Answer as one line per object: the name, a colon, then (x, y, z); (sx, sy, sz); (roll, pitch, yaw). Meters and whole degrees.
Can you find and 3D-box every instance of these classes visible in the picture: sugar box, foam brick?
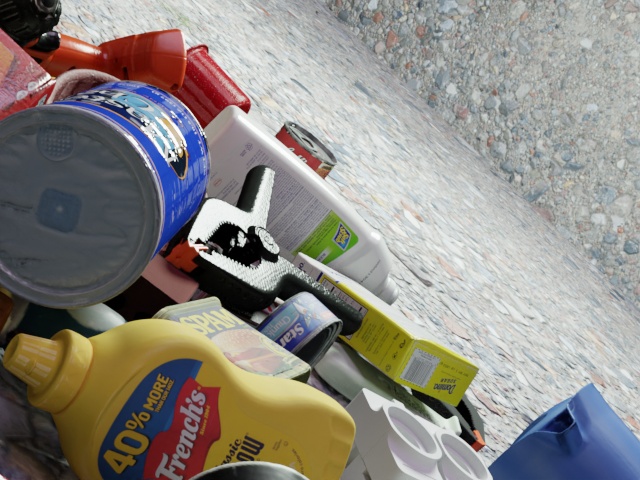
sugar box: (0.047, 0.076, 0.937); (0.093, 0.048, 0.176); (29, 2, -42)
foam brick: (-0.129, 0.032, 0.702); (0.078, 0.053, 0.051); (37, 16, -7)

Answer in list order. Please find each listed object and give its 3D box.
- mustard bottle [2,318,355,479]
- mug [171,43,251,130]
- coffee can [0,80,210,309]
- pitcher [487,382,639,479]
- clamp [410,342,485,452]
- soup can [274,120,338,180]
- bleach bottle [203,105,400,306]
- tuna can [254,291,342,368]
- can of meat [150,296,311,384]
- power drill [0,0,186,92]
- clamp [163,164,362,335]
mustard bottle: (-0.078, 0.095, 0.560); (0.191, 0.096, 0.058); (31, 3, -29)
mug: (-0.131, -0.146, 1.159); (0.081, 0.093, 0.117); (47, -20, 6)
coffee can: (-0.123, -0.031, 0.591); (0.103, 0.103, 0.140); (39, 14, -5)
pitcher: (0.254, 0.251, 0.888); (0.243, 0.145, 0.149); (50, 29, 19)
clamp: (0.113, 0.139, 1.007); (0.120, 0.039, 0.171); (19, 32, -44)
soup can: (-0.040, -0.062, 1.083); (0.068, 0.102, 0.068); (37, 16, -12)
bleach bottle: (-0.023, -0.013, 1.031); (0.250, 0.102, 0.068); (42, 8, -20)
tuna can: (-0.026, 0.078, 0.757); (0.034, 0.086, 0.086); (43, 15, 15)
can of meat: (-0.062, 0.084, 0.670); (0.084, 0.057, 0.102); (32, 12, 16)
power drill: (-0.199, -0.155, 0.831); (0.187, 0.057, 0.185); (8, -6, -44)
clamp: (-0.055, 0.001, 0.820); (0.209, 0.036, 0.164); (8, 48, -60)
